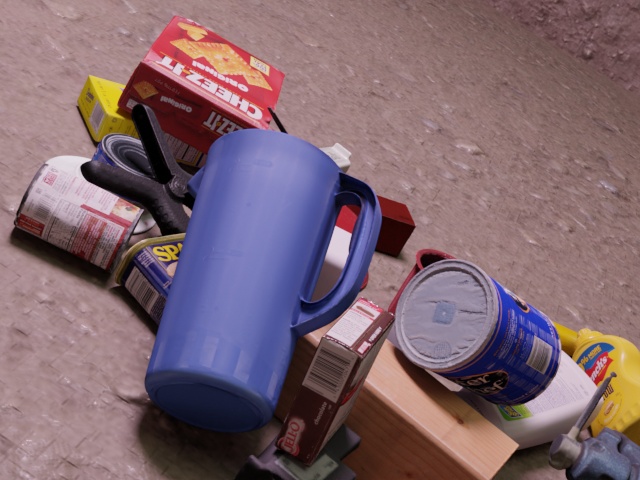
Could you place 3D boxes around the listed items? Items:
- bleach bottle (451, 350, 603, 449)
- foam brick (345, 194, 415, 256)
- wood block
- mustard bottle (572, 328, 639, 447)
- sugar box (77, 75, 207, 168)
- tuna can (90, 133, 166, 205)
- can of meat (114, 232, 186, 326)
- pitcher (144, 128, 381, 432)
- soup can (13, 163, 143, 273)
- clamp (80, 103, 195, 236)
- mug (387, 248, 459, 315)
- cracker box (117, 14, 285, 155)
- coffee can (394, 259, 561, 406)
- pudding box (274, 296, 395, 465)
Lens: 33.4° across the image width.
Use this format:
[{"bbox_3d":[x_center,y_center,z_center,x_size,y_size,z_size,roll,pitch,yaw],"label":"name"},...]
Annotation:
[{"bbox_3d":[0.188,0.170,1.107,0.250,0.068,0.103,-2,40,-45],"label":"bleach bottle"},{"bbox_3d":[0.070,-0.022,1.339,0.078,0.051,0.053,18,29,-24],"label":"foam brick"},{"bbox_3d":[0.059,0.161,0.953,0.206,0.090,0.090,38,26,16],"label":"wood block"},{"bbox_3d":[0.334,0.165,1.228,0.058,0.096,0.191,20,28,-19],"label":"mustard bottle"},{"bbox_3d":[-0.193,-0.138,1.274,0.175,0.048,0.093,10,32,-35],"label":"sugar box"},{"bbox_3d":[-0.198,-0.075,1.121,0.086,0.034,0.086,26,25,-14],"label":"tuna can"},{"bbox_3d":[-0.128,0.043,1.007,0.084,0.057,0.101,46,30,23],"label":"can of meat"},{"bbox_3d":[-0.055,0.035,0.908,0.144,0.149,0.242,28,56,-21],"label":"pitcher"},{"bbox_3d":[-0.227,-0.021,1.002,0.102,0.069,0.068,26,26,-7],"label":"soup can"},{"bbox_3d":[-0.152,-0.058,1.075,0.171,0.039,0.120,41,50,-23],"label":"clamp"},{"bbox_3d":[0.137,0.076,1.197,0.117,0.082,0.093,38,27,16],"label":"mug"},{"bbox_3d":[-0.136,-0.183,1.286,0.164,0.072,0.213,28,24,-9],"label":"cracker box"},{"bbox_3d":[0.148,0.088,0.990,0.140,0.103,0.103,31,18,-48],"label":"coffee can"},{"bbox_3d":[0.012,0.112,0.854,0.039,0.114,0.090,30,26,10],"label":"pudding box"}]
